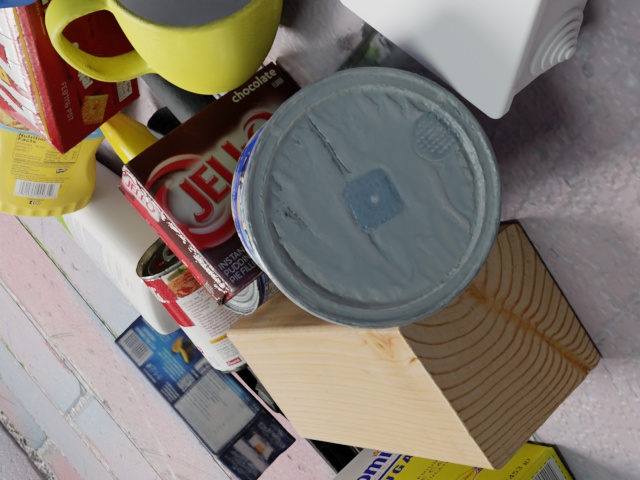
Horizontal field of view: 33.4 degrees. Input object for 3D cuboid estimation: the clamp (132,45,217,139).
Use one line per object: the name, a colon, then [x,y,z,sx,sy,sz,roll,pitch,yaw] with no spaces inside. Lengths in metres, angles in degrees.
clamp: [-0.060,-0.062,0.663,0.172,0.039,0.120,35,169,22]

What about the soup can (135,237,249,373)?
soup can: [-0.081,0.041,0.802,0.069,0.068,0.102,7,138,56]

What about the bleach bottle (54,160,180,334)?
bleach bottle: [-0.195,-0.030,0.918,0.251,0.068,0.102,39,152,28]

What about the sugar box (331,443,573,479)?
sugar box: [0.075,0.167,0.695,0.177,0.093,0.048,-3,122,60]

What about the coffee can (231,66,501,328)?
coffee can: [0.013,-0.019,0.483,0.103,0.103,0.140,54,176,-6]

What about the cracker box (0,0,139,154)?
cracker box: [-0.206,-0.166,0.585,0.214,0.072,0.164,35,152,20]

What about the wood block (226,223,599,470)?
wood block: [0.042,0.059,0.607,0.091,0.090,0.206,56,154,-12]

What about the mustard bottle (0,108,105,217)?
mustard bottle: [-0.199,-0.095,0.786,0.192,0.096,0.058,122,145,-46]

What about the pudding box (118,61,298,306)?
pudding box: [-0.041,-0.032,0.593,0.090,0.113,0.039,49,152,3]

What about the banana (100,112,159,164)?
banana: [-0.077,-0.029,0.741,0.198,0.037,0.069,35,160,30]

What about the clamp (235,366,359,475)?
clamp: [-0.029,0.116,0.857,0.210,0.036,0.164,41,161,26]
